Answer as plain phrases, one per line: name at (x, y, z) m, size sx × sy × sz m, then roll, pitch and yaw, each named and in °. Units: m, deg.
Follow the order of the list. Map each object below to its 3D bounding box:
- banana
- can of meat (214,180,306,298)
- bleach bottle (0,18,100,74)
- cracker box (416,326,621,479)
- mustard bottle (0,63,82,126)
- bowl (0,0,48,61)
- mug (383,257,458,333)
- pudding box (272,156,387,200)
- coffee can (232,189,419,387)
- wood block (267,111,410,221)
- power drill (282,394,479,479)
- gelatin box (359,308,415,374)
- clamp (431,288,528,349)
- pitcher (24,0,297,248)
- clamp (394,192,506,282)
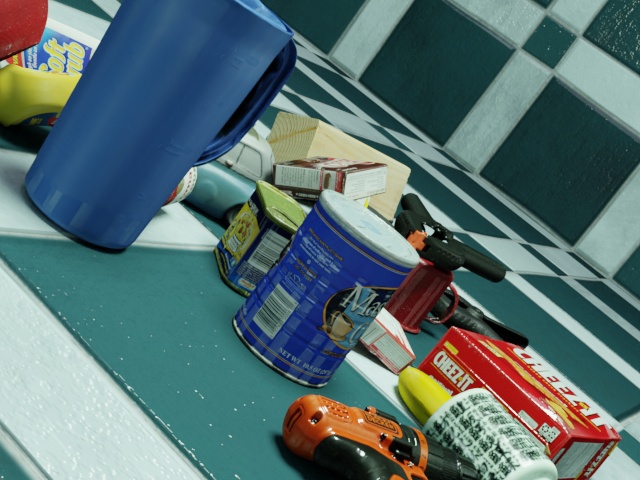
banana at (0.133, 0.178, 1.006) m, size 0.198 × 0.037 × 0.069 m, roll 45°, pitch 16°, yaw 34°
can of meat at (-0.057, 0.001, 1.039) m, size 0.057 × 0.084 × 0.102 m, roll 31°, pitch 14°, yaw -22°
bleach bottle at (-0.281, -0.174, 1.097) m, size 0.250 × 0.102 × 0.068 m, roll 23°, pitch -9°, yaw -17°
cracker box at (0.214, 0.175, 1.127) m, size 0.164 × 0.072 × 0.213 m, roll 44°, pitch 12°, yaw 28°
mustard bottle at (-0.244, -0.133, 1.009) m, size 0.191 × 0.058 × 0.096 m, roll 2°, pitch 1°, yaw -26°
bowl at (-0.310, -0.188, 0.977) m, size 0.162 × 0.162 × 0.055 m, roll -86°, pitch 152°, yaw -74°
mug at (0.114, 0.057, 1.278) m, size 0.117 × 0.081 × 0.093 m, roll 32°, pitch 14°, yaw -15°
pudding box at (0.011, -0.068, 1.173) m, size 0.090 × 0.039 × 0.113 m, roll 7°, pitch 13°, yaw 26°
coffee can at (0.004, 0.042, 0.928) m, size 0.102 × 0.140 × 0.103 m, roll 34°, pitch 14°, yaw -9°
wood block at (0.022, -0.103, 1.528) m, size 0.091 × 0.090 × 0.205 m, roll 18°, pitch -3°, yaw 46°
power drill at (0.072, 0.195, 0.761) m, size 0.184 × 0.057 × 0.188 m, roll 24°, pitch 15°, yaw -29°
gelatin box at (0.054, 0.087, 1.101) m, size 0.089 × 0.030 × 0.073 m, roll 45°, pitch 10°, yaw -26°
clamp at (0.207, 0.109, 1.424) m, size 0.171 × 0.039 × 0.120 m, roll 40°, pitch 12°, yaw 16°
pitcher at (-0.133, -0.113, 0.895) m, size 0.149 × 0.243 × 0.145 m, roll 35°, pitch 14°, yaw -6°
clamp at (0.132, -0.007, 1.278) m, size 0.165 × 0.036 × 0.209 m, roll 41°, pitch 15°, yaw 21°
